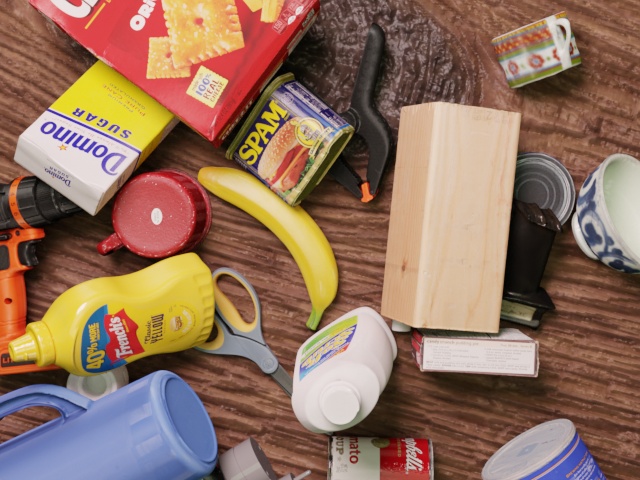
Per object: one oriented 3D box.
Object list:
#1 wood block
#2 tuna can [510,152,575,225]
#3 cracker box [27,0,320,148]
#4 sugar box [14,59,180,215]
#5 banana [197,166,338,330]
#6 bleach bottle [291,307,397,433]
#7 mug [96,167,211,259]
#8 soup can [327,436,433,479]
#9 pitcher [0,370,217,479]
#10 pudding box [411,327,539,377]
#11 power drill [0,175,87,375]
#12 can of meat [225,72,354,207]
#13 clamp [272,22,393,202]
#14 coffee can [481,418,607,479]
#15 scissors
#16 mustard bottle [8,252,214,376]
[{"bbox_3d":[0.122,-0.022,1.020,0.090,0.091,0.206,5,92,-18],"label":"wood block"},{"bbox_3d":[0.207,-0.045,1.057,0.086,0.034,0.086,0,93,1],"label":"tuna can"},{"bbox_3d":[-0.131,-0.214,0.975,0.213,0.072,0.164,37,88,0],"label":"cracker box"},{"bbox_3d":[-0.196,-0.114,1.006,0.093,0.048,0.176,34,51,-1],"label":"sugar box"},{"bbox_3d":[-0.040,-0.006,1.061,0.069,0.037,0.198,-36,92,-1],"label":"banana"},{"bbox_3d":[0.024,0.120,0.959,0.102,0.251,0.068,-32,92,2],"label":"bleach bottle"},{"bbox_3d":[-0.167,-0.020,1.040,0.117,0.081,0.093,-28,92,2],"label":"mug"},{"bbox_3d":[0.058,0.229,1.056,0.102,0.068,0.068,2,93,1],"label":"soup can"},{"bbox_3d":[-0.229,0.212,1.006,0.243,0.149,0.145,-29,57,12],"label":"pitcher"},{"bbox_3d":[0.148,0.107,1.037,0.113,0.090,0.039,1,92,0],"label":"pudding box"},{"bbox_3d":[-0.279,0.032,1.036,0.185,0.057,0.187,-9,92,24],"label":"power drill"},{"bbox_3d":[-0.029,-0.095,1.028,0.084,0.057,0.102,40,117,8],"label":"can of meat"},{"bbox_3d":[0.033,-0.126,1.049,0.120,0.039,0.171,-24,95,21],"label":"clamp"},{"bbox_3d":[0.237,0.260,1.037,0.103,0.103,0.140,-33,92,2],"label":"coffee can"},{"bbox_3d":[-0.073,0.126,1.079,0.096,0.016,0.202,-26,92,4],"label":"scissors"},{"bbox_3d":[-0.194,0.077,0.990,0.191,0.058,0.096,-15,132,-30],"label":"mustard bottle"}]
